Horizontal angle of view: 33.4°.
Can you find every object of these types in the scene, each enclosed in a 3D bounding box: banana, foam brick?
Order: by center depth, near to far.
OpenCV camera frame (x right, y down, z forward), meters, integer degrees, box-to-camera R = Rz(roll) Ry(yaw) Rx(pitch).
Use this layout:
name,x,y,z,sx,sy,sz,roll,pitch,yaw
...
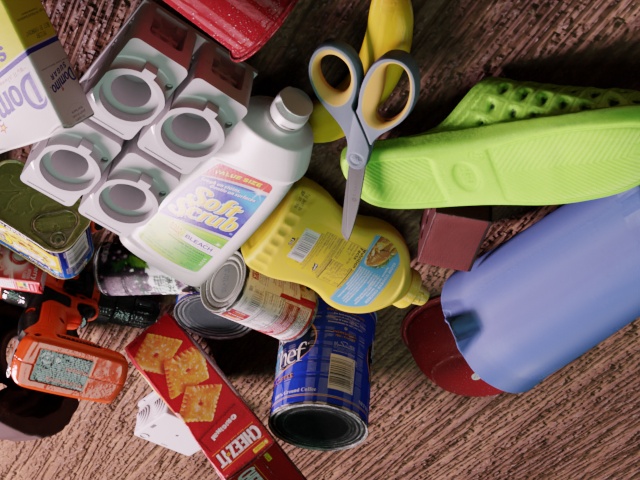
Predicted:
name,x,y,z,sx,sy,sz,roll,pitch,yaw
banana,0.026,-0.130,0.844,0.069,0.037,0.198,24,140,-22
foam brick,0.121,-0.018,0.965,0.051,0.053,0.078,9,142,-3

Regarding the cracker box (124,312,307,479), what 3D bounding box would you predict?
name,x,y,z,sx,sy,sz,roll,pitch,yaw
cracker box,-0.107,0.199,1.159,0.072,0.214,0.164,-39,143,-8

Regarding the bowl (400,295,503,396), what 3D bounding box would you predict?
name,x,y,z,sx,sy,sz,roll,pitch,yaw
bowl,0.165,0.122,1.141,0.162,0.055,0.162,4,144,3

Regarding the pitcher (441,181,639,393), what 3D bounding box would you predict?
name,x,y,z,sx,sy,sz,roll,pitch,yaw
pitcher,0.239,0.028,0.958,0.145,0.149,0.243,37,133,-14

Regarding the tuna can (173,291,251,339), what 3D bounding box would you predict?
name,x,y,z,sx,sy,sz,roll,pitch,yaw
tuna can,-0.111,0.069,1.133,0.086,0.033,0.086,4,143,3

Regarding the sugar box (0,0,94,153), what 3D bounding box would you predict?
name,x,y,z,sx,sy,sz,roll,pitch,yaw
sugar box,-0.246,-0.154,0.783,0.093,0.048,0.176,-13,108,31

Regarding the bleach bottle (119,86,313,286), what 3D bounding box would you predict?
name,x,y,z,sx,sy,sz,roll,pitch,yaw
bleach bottle,-0.084,-0.054,0.921,0.102,0.068,0.251,34,139,-10

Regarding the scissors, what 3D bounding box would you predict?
name,x,y,z,sx,sy,sz,roll,pitch,yaw
scissors,0.016,-0.083,0.857,0.096,0.016,0.202,31,138,2

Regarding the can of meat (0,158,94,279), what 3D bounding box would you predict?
name,x,y,z,sx,sy,sz,roll,pitch,yaw
can of meat,-0.257,-0.016,0.975,0.102,0.057,0.084,31,157,6

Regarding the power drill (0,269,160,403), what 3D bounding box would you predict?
name,x,y,z,sx,sy,sz,roll,pitch,yaw
power drill,-0.239,0.086,1.063,0.184,0.188,0.057,15,109,-22

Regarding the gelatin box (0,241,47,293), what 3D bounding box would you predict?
name,x,y,z,sx,sy,sz,roll,pitch,yaw
gelatin box,-0.295,0.002,1.027,0.073,0.089,0.030,9,153,-3

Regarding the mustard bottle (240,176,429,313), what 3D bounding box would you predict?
name,x,y,z,sx,sy,sz,roll,pitch,yaw
mustard bottle,0.027,0.017,1.012,0.191,0.058,0.096,27,107,-26

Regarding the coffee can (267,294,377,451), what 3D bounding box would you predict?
name,x,y,z,sx,sy,sz,roll,pitch,yaw
coffee can,0.004,0.133,1.111,0.103,0.140,0.103,4,143,3

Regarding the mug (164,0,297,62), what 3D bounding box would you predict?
name,x,y,z,sx,sy,sz,roll,pitch,yaw
mug,-0.070,-0.187,0.754,0.081,0.093,0.117,34,172,-24

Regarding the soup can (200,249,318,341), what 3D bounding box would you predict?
name,x,y,z,sx,sy,sz,roll,pitch,yaw
soup can,-0.061,0.055,1.062,0.069,0.068,0.102,-25,144,35
